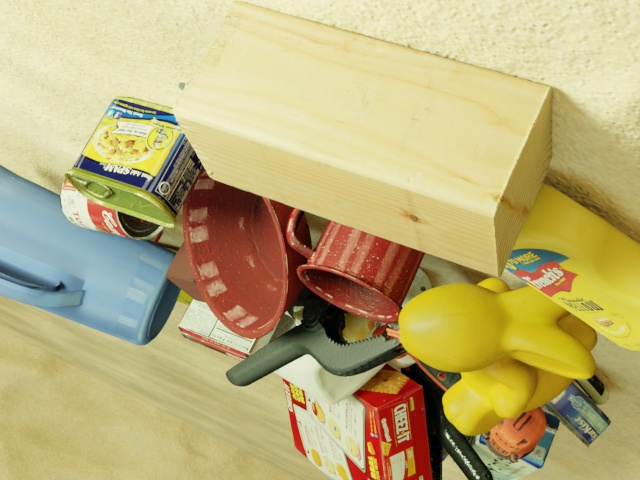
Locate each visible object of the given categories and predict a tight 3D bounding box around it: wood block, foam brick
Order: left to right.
[{"bbox_3d":[-0.112,0.021,1.105,0.051,0.078,0.053,10,156,46],"label":"foam brick"},{"bbox_3d":[0.028,-0.063,0.655,0.206,0.090,0.091,20,160,20],"label":"wood block"}]

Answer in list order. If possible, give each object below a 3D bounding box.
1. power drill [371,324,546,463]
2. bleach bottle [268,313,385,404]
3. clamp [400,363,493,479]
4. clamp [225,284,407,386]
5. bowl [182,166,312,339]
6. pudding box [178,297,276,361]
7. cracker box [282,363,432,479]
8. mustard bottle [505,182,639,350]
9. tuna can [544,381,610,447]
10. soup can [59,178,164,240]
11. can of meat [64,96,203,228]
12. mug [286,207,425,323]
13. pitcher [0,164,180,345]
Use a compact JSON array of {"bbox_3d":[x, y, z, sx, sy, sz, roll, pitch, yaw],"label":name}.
[{"bbox_3d":[0.137,0.143,1.051,0.188,0.057,0.184,39,169,13],"label":"power drill"},{"bbox_3d":[-0.034,0.099,1.201,0.251,0.102,0.068,22,146,55],"label":"bleach bottle"},{"bbox_3d":[0.135,0.207,1.186,0.120,0.039,0.171,-14,93,53],"label":"clamp"},{"bbox_3d":[-0.003,0.076,0.947,0.210,0.164,0.036,19,-175,42],"label":"clamp"},{"bbox_3d":[-0.056,0.001,0.928,0.055,0.162,0.162,-16,-171,-35],"label":"bowl"},{"bbox_3d":[-0.086,0.067,1.141,0.090,0.113,0.039,20,158,18],"label":"pudding box"},{"bbox_3d":[0.039,0.205,1.227,0.214,0.072,0.164,29,133,54],"label":"cracker box"},{"bbox_3d":[0.160,0.006,0.719,0.191,0.058,0.096,32,166,-16],"label":"mustard bottle"},{"bbox_3d":[0.236,0.155,1.022,0.086,0.034,0.086,45,-179,-2],"label":"tuna can"},{"bbox_3d":[-0.209,-0.040,1.084,0.102,0.068,0.068,10,156,42],"label":"soup can"},{"bbox_3d":[-0.149,-0.068,0.895,0.102,0.084,0.057,17,161,25],"label":"can of meat"},{"bbox_3d":[0.029,0.004,0.854,0.117,0.081,0.093,28,162,-6],"label":"mug"},{"bbox_3d":[-0.279,0.025,1.158,0.243,0.149,0.145,23,158,5],"label":"pitcher"}]
